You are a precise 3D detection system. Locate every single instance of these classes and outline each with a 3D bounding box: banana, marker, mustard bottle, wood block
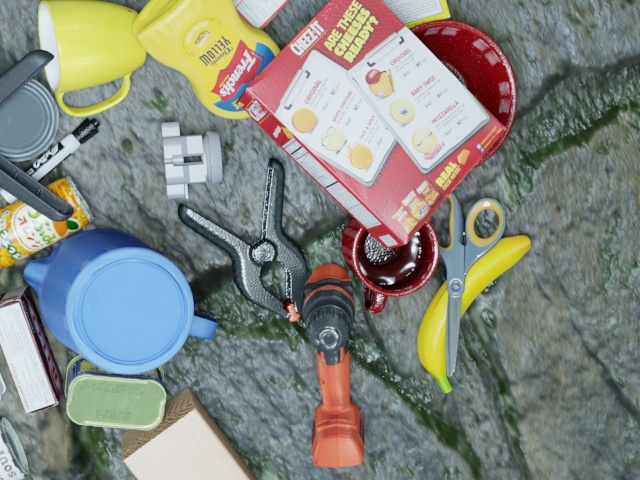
[{"bbox_3d":[0.159,0.068,1.181,0.069,0.037,0.198,30,90,-28],"label":"banana"},{"bbox_3d":[-0.272,-0.082,1.082,0.121,0.020,0.020,-41,102,-5],"label":"marker"},{"bbox_3d":[-0.091,-0.177,1.066,0.096,0.058,0.191,-42,130,5],"label":"mustard bottle"},{"bbox_3d":[-0.111,0.268,1.117,0.091,0.090,0.206,-36,102,-6],"label":"wood block"}]

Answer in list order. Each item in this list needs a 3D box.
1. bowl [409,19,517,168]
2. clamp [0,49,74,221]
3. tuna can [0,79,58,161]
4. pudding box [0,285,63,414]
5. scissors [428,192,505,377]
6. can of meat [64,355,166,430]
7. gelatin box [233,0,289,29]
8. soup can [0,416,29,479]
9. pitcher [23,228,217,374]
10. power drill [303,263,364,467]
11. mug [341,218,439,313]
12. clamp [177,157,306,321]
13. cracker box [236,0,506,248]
[{"bbox_3d":[0.125,-0.151,1.137,0.162,0.055,0.162,-1,96,-12],"label":"bowl"},{"bbox_3d":[-0.334,-0.090,1.023,0.210,0.036,0.164,-5,107,14],"label":"clamp"},{"bbox_3d":[-0.304,-0.122,1.063,0.086,0.034,0.086,-1,96,-12],"label":"tuna can"},{"bbox_3d":[-0.292,0.108,1.062,0.039,0.090,0.113,-21,99,-9],"label":"pudding box"},{"bbox_3d":[0.163,0.039,1.147,0.096,0.016,0.202,-12,77,8],"label":"scissors"},{"bbox_3d":[-0.209,0.155,1.087,0.102,0.084,0.057,6,94,-13],"label":"can of meat"},{"bbox_3d":[-0.066,-0.265,1.099,0.073,0.030,0.089,44,86,-11],"label":"gelatin box"},{"bbox_3d":[-0.354,0.229,1.074,0.102,0.068,0.068,-24,100,-9],"label":"soup can"},{"bbox_3d":[-0.182,0.059,1.002,0.149,0.243,0.145,-26,99,-15],"label":"pitcher"},{"bbox_3d":[0.014,0.132,1.090,0.057,0.184,0.188,-1,106,3],"label":"power drill"},{"bbox_3d":[0.067,0.020,1.131,0.093,0.081,0.117,10,94,-13],"label":"mug"},{"bbox_3d":[-0.057,0.001,1.126,0.120,0.039,0.171,-34,105,-1],"label":"clamp"},{"bbox_3d":[0.050,-0.122,1.049,0.213,0.072,0.164,44,75,-7],"label":"cracker box"}]
